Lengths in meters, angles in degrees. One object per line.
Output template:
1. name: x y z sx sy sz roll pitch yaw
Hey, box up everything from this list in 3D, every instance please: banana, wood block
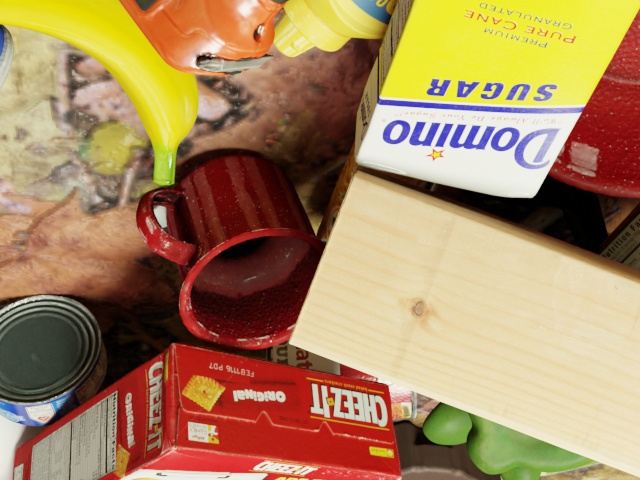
1. banana: -0.113 -0.096 0.523 0.037 0.069 0.197 7 161 33
2. wood block: 0.099 0.040 0.538 0.206 0.090 0.091 21 97 1

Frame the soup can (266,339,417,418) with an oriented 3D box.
1. soup can: 0.015 0.094 0.756 0.102 0.068 0.068 -3 139 1

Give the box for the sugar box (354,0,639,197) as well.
1. sugar box: 0.081 -0.096 0.462 0.093 0.048 0.176 11 135 -7

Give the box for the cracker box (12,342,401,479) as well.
1. cracker box: -0.080 0.141 0.688 0.163 0.072 0.214 15 146 -35

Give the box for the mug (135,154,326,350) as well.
1. mug: -0.054 0.001 0.619 0.117 0.081 0.093 16 123 -32

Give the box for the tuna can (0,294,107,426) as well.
1. tuna can: -0.187 0.080 0.716 0.086 0.086 0.034 -2 141 0
